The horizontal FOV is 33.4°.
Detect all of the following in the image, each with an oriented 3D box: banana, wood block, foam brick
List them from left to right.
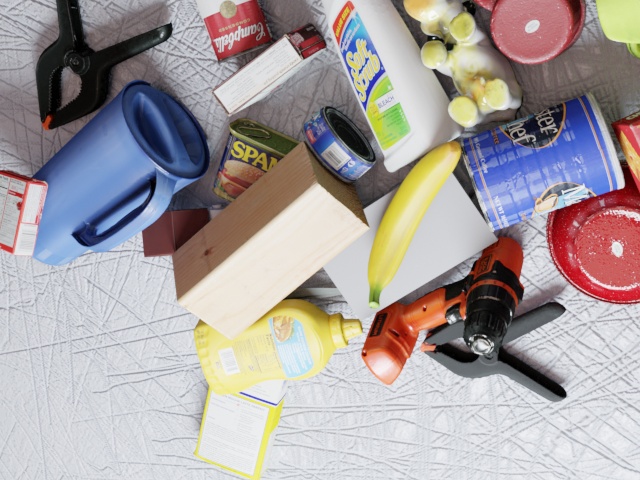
[{"bbox_3d":[-0.171,-0.009,1.263,0.078,0.051,0.053,-5,90,52],"label":"foam brick"},{"bbox_3d":[-0.058,0.001,1.173,0.206,0.091,0.090,-39,125,17],"label":"wood block"},{"bbox_3d":[0.094,-0.024,1.118,0.037,0.070,0.198,14,112,-24],"label":"banana"}]

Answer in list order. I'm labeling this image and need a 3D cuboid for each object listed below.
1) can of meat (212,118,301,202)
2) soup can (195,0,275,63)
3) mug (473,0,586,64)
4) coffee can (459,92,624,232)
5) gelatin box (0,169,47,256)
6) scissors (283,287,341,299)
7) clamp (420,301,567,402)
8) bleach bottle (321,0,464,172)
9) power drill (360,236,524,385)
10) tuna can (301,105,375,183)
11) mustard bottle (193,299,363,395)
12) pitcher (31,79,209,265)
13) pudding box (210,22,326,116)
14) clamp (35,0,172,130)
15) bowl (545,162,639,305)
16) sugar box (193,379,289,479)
[{"bbox_3d":[-0.067,-0.080,1.226,0.102,0.057,0.084,25,116,10],"label":"can of meat"},{"bbox_3d":[-0.099,-0.254,1.173,0.069,0.068,0.102,-16,101,22],"label":"soup can"},{"bbox_3d":[0.206,-0.228,1.072,0.117,0.081,0.093,28,114,8],"label":"mug"},{"bbox_3d":[0.225,-0.079,1.089,0.140,0.102,0.103,-19,100,11],"label":"coffee can"},{"bbox_3d":[-0.354,-0.033,1.232,0.073,0.030,0.089,16,95,40],"label":"gelatin box"},{"bbox_3d":[-0.069,0.048,1.273,0.202,0.016,0.096,-22,93,33],"label":"scissors"},{"bbox_3d":[0.200,0.113,1.208,0.172,0.039,0.120,10,109,15],"label":"clamp"},{"bbox_3d":[0.055,-0.203,1.135,0.251,0.068,0.103,61,151,-1],"label":"bleach bottle"},{"bbox_3d":[0.134,0.088,1.154,0.188,0.184,0.057,-30,106,32],"label":"power drill"},{"bbox_3d":[0.021,-0.106,1.171,0.034,0.086,0.086,-41,91,21],"label":"tuna can"},{"bbox_3d":[-0.045,0.118,1.243,0.192,0.058,0.096,-12,108,12],"label":"mustard bottle"},{"bbox_3d":[-0.256,-0.062,1.249,0.243,0.149,0.145,-34,93,28],"label":"pitcher"},{"bbox_3d":[-0.055,-0.188,1.168,0.114,0.090,0.039,-35,95,25],"label":"pudding box"},{"bbox_3d":[-0.272,-0.214,1.261,0.164,0.036,0.210,30,116,8],"label":"clamp"},{"bbox_3d":[0.317,0.001,1.124,0.162,0.055,0.162,6,108,17],"label":"bowl"},{"bbox_3d":[-0.095,0.204,1.333,0.093,0.048,0.176,19,108,11],"label":"sugar box"}]
